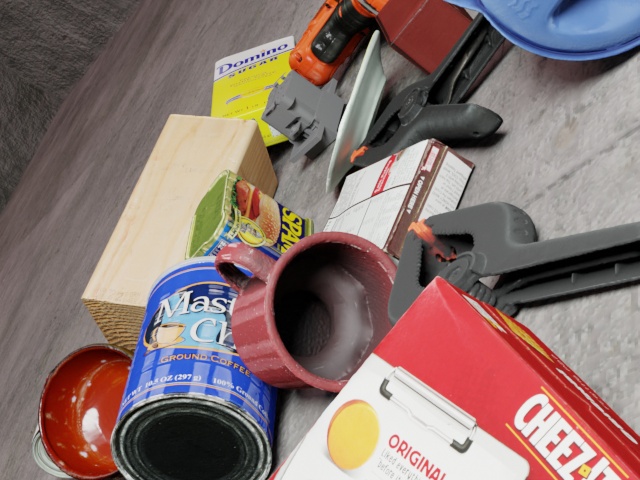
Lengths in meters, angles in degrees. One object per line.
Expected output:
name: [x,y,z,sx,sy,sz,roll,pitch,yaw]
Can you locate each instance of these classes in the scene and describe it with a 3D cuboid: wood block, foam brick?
wood block: [-0.116,-0.003,0.930,0.090,0.091,0.206,6,53,19]
foam brick: [0.082,-0.165,0.816,0.051,0.053,0.078,-50,22,18]

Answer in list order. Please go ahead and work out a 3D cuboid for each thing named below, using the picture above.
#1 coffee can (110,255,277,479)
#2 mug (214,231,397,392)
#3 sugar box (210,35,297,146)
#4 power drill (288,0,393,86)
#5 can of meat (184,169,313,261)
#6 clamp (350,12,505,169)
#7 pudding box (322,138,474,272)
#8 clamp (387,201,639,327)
coffee can: [-0.078,0.092,0.723,0.103,0.102,0.140,-45,23,29]
mug: [-0.014,0.041,0.641,0.093,0.117,0.082,-62,15,-21]
sugar box: [-0.061,-0.149,1.081,0.093,0.048,0.176,-17,31,5]
power drill: [0.053,-0.232,0.948,0.184,0.057,0.188,-57,9,-15]
can of meat: [-0.055,0.001,0.837,0.058,0.084,0.102,-47,22,25]
clamp: [0.076,-0.082,0.726,0.172,0.039,0.120,-46,17,44]
pudding box: [0.041,-0.011,0.699,0.114,0.039,0.090,-23,39,60]
clamp: [0.074,0.036,0.540,0.164,0.036,0.210,-47,18,0]
